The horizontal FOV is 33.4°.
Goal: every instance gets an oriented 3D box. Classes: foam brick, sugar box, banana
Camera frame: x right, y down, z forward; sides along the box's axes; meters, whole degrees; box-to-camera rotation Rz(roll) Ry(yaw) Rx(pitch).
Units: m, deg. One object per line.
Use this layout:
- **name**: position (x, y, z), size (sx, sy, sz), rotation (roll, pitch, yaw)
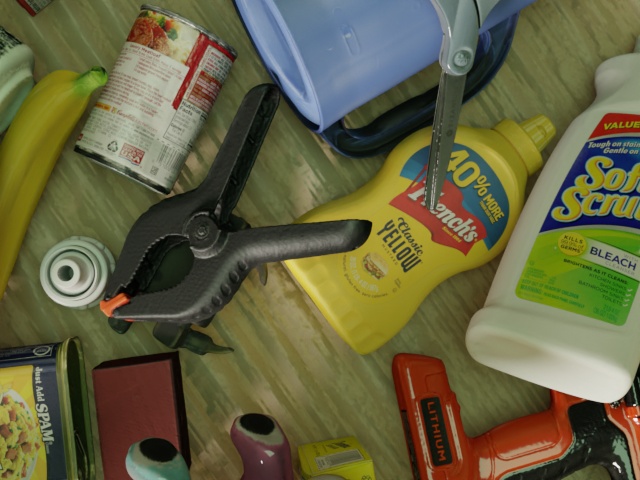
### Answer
- **foam brick**: position (-0.112, 0.113, 0.677), size (0.051, 0.053, 0.078), rotation (-7, 90, -4)
- **sugar box**: position (0.023, 0.218, 0.663), size (0.048, 0.093, 0.176), rotation (-12, 90, -4)
- **banana**: position (-0.191, -0.029, 0.668), size (0.037, 0.070, 0.198), rotation (23, 101, -23)

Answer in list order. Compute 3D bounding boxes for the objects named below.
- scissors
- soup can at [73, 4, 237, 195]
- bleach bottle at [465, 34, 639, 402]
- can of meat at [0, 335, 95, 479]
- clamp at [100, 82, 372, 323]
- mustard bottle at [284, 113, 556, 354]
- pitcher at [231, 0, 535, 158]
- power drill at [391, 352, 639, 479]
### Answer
- **scissors**: position (0.065, -0.117, 0.605), size (0.096, 0.016, 0.202), rotation (13, 108, -29)
- **soup can**: position (-0.104, -0.087, 0.674), size (0.068, 0.068, 0.102), rotation (25, 88, -3)
- **bleach bottle**: position (0.176, -0.031, 0.670), size (0.102, 0.068, 0.250), rotation (18, 66, 11)
- **can of meat**: position (-0.191, 0.116, 0.670), size (0.084, 0.057, 0.102), rotation (-6, 89, -2)
- **clamp**: position (-0.054, 0.001, 0.640), size (0.171, 0.039, 0.120), rotation (-46, 62, 9)
- **mustard bottle**: position (0.072, -0.019, 0.688), size (0.191, 0.058, 0.096), rotation (-37, 98, -4)
- **pitcher**: position (0.070, -0.169, 0.667), size (0.242, 0.149, 0.145), rotation (-28, 76, -7)
- **power drill**: position (0.144, 0.095, 0.688), size (0.187, 0.057, 0.184), rotation (-10, 79, -2)
